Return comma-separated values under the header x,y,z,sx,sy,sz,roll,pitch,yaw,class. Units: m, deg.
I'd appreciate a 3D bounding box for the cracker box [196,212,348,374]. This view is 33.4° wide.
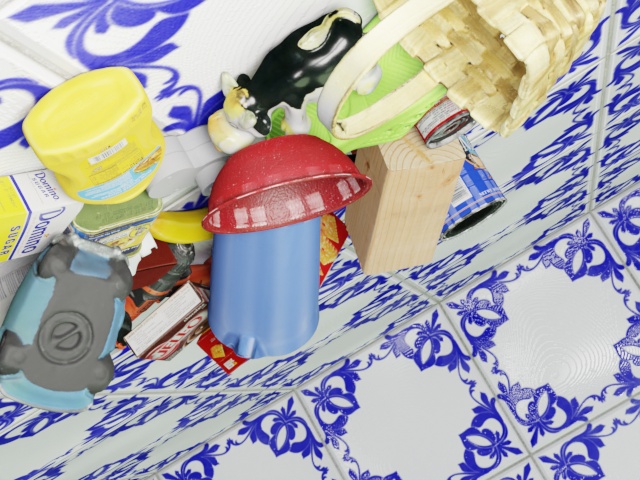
x,y,z,sx,sy,sz,roll,pitch,yaw,class
-0.061,0.060,1.440,0.164,0.072,0.213,-40,-169,36,cracker box

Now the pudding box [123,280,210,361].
x,y,z,sx,sy,sz,roll,pitch,yaw,class
-0.175,0.101,1.315,0.113,0.039,0.090,-43,163,8,pudding box

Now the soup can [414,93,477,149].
x,y,z,sx,sy,sz,roll,pitch,yaw,class
0.115,-0.157,1.118,0.068,0.102,0.068,-28,167,-7,soup can

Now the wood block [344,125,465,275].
x,y,z,sx,sy,sz,roll,pitch,yaw,class
0.091,-0.058,1.230,0.090,0.091,0.206,-11,148,-13,wood block

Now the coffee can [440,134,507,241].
x,y,z,sx,sy,sz,roll,pitch,yaw,class
0.168,-0.085,1.417,0.102,0.140,0.103,-29,167,-8,coffee can

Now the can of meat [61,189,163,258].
x,y,z,sx,sy,sz,roll,pitch,yaw,class
-0.211,-0.017,1.036,0.101,0.057,0.084,-20,162,-36,can of meat

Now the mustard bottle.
x,y,z,sx,sy,sz,roll,pitch,yaw,class
-0.178,-0.074,0.890,0.096,0.058,0.191,-32,167,-8,mustard bottle

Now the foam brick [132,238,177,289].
x,y,z,sx,sy,sz,roll,pitch,yaw,class
-0.211,0.022,1.190,0.051,0.053,0.078,-40,163,35,foam brick

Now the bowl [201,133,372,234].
x,y,z,sx,sy,sz,roll,pitch,yaw,class
-0.036,-0.056,0.982,0.162,0.055,0.162,-14,168,-3,bowl

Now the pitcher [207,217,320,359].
x,y,z,sx,sy,sz,roll,pitch,yaw,class
-0.058,0.001,1.189,0.144,0.149,0.243,-20,142,-23,pitcher

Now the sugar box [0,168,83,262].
x,y,z,sx,sy,sz,roll,pitch,yaw,class
-0.293,-0.011,0.905,0.175,0.048,0.093,-14,159,-47,sugar box

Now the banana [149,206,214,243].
x,y,z,sx,sy,sz,roll,pitch,yaw,class
-0.129,-0.029,1.225,0.197,0.037,0.070,-21,146,-39,banana

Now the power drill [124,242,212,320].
x,y,z,sx,sy,sz,roll,pitch,yaw,class
-0.161,0.035,1.342,0.187,0.057,0.185,-13,162,-45,power drill
